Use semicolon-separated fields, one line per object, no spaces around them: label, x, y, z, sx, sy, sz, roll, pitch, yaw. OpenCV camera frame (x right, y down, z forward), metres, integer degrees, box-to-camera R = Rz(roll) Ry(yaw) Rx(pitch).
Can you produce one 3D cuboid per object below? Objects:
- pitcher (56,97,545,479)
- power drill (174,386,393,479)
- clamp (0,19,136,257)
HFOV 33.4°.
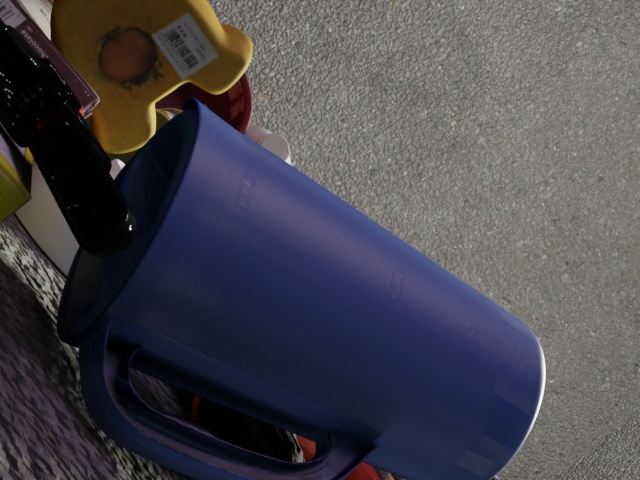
pitcher;-0.005;0.049;0.552;0.242;0.149;0.145;30;4;-22
power drill;-0.016;0.131;0.672;0.187;0.057;0.184;49;2;-34
clamp;-0.142;-0.074;0.505;0.164;0.036;0.210;56;-4;-12
